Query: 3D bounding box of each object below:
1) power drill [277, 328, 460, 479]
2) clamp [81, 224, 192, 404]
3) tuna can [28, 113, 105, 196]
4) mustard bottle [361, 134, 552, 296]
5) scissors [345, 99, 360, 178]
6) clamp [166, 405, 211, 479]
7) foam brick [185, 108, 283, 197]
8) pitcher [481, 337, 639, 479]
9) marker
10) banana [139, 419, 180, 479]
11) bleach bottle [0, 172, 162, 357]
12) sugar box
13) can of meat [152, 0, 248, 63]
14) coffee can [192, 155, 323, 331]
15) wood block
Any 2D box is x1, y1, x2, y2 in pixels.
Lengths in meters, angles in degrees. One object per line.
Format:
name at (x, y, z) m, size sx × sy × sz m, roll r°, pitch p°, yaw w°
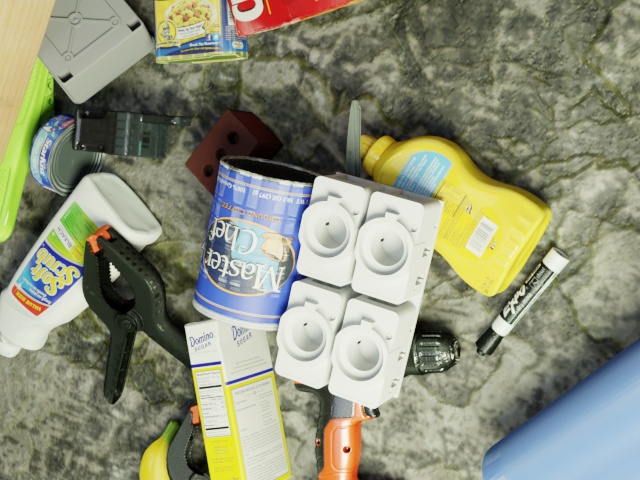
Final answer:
power drill at (0.051, 0.175, 1.021) m, size 0.185 × 0.057 × 0.187 m, roll -5°, pitch 89°, yaw 28°
clamp at (-0.183, 0.082, 1.115) m, size 0.165 × 0.036 × 0.210 m, roll -3°, pitch 115°, yaw 24°
tuna can at (-0.274, -0.093, 1.156) m, size 0.034 × 0.086 × 0.086 m, roll 22°, pitch 103°, yaw 26°
mustard bottle at (0.108, -0.040, 0.974) m, size 0.192 × 0.058 × 0.096 m, roll 37°, pitch 114°, yaw 21°
scissors at (0.041, -0.022, 0.991) m, size 0.096 × 0.016 × 0.202 m, roll 39°, pitch 132°, yaw 30°
clamp at (-0.129, 0.261, 1.111) m, size 0.120 × 0.039 × 0.171 m, roll -15°, pitch 75°, yaw 0°
foam brick at (-0.088, -0.087, 1.078) m, size 0.053 × 0.051 × 0.078 m, roll 47°, pitch 112°, yaw 18°
pitcher at (0.262, 0.168, 0.877) m, size 0.243 × 0.144 × 0.149 m, roll -40°, pitch 62°, yaw 27°
marker at (0.180, 0.058, 0.965) m, size 0.020 × 0.020 × 0.121 m, roll 43°, pitch 111°, yaw 19°
banana at (-0.146, 0.296, 1.140) m, size 0.070 × 0.037 × 0.198 m, roll -30°, pitch 79°, yaw 26°
bleach bottle at (-0.284, 0.045, 1.184) m, size 0.103 × 0.068 × 0.251 m, roll 48°, pitch 115°, yaw 16°
sugar box at (-0.082, 0.162, 1.067) m, size 0.048 × 0.093 × 0.176 m, roll -14°, pitch 86°, yaw 27°
can of meat at (-0.123, -0.225, 1.085) m, size 0.102 × 0.057 × 0.084 m, roll 0°, pitch 96°, yaw 28°
coffee can at (-0.057, 0.001, 0.994) m, size 0.103 × 0.102 × 0.140 m, roll 18°, pitch 104°, yaw 25°
wood block at (-0.359, -0.178, 1.092) m, size 0.091 × 0.090 × 0.206 m, roll 39°, pitch 120°, yaw 22°
